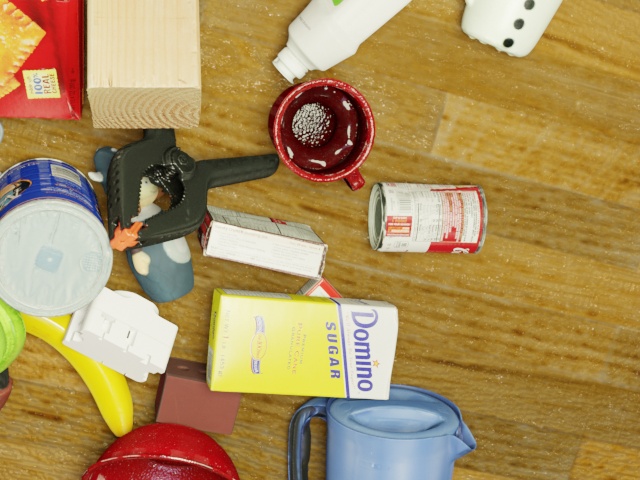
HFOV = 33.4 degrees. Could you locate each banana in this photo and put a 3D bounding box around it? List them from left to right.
[{"bbox_3d":[-0.243,0.108,1.023,0.197,0.037,0.070,40,99,-15],"label":"banana"}]

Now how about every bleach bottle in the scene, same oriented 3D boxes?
[{"bbox_3d":[0.054,-0.242,0.971,0.251,0.102,0.068,-43,120,10],"label":"bleach bottle"}]

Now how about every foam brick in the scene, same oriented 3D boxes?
[{"bbox_3d":[-0.119,0.151,1.043,0.078,0.053,0.051,13,100,-12],"label":"foam brick"}]

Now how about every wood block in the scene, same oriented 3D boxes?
[{"bbox_3d":[-0.148,-0.206,0.898,0.090,0.090,0.206,-1,75,-8],"label":"wood block"}]

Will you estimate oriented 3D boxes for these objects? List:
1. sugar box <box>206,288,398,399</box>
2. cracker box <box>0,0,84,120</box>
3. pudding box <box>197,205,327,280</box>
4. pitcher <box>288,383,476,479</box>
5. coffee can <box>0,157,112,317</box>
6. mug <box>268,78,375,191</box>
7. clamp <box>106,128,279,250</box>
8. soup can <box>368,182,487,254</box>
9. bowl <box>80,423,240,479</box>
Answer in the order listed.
[{"bbox_3d":[-0.017,0.099,1.013,0.176,0.048,0.093,5,96,-14],"label":"sugar box"},{"bbox_3d":[-0.309,-0.190,0.904,0.213,0.072,0.164,1,124,-11],"label":"cracker box"},{"bbox_3d":[-0.057,0.001,1.001,0.113,0.090,0.039,11,100,-11],"label":"pudding box"},{"bbox_3d":[0.054,0.272,1.067,0.144,0.149,0.243,-2,106,-24],"label":"pitcher"},{"bbox_3d":[-0.241,-0.006,0.936,0.102,0.140,0.103,-5,110,-15],"label":"coffee can"},{"bbox_3d":[0.003,-0.096,0.992,0.093,0.081,0.117,-39,106,-2],"label":"mug"},{"bbox_3d":[-0.136,-0.072,0.939,0.164,0.209,0.036,45,132,-9],"label":"clamp"},{"bbox_3d":[0.102,-0.022,1.032,0.102,0.068,0.068,1,102,-9],"label":"soup can"},{"bbox_3d":[-0.146,0.222,1.029,0.162,0.055,0.162,3,141,2],"label":"bowl"}]
